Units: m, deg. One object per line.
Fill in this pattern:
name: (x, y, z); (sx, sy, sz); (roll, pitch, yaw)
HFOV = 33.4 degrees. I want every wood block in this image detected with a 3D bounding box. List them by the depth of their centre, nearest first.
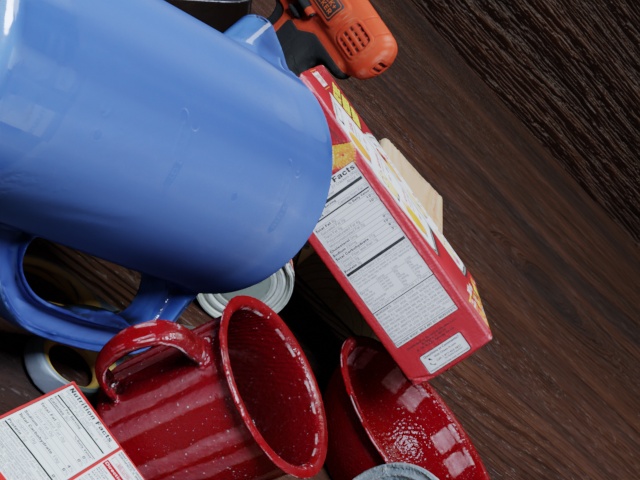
wood block: (0.049, -0.008, 0.960); (0.090, 0.091, 0.206); (46, 19, -11)

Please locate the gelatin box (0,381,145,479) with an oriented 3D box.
gelatin box: (-0.113, 0.106, 0.448); (0.073, 0.030, 0.089); (51, 18, 6)

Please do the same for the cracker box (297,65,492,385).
cracker box: (0.030, -0.017, 0.761); (0.213, 0.072, 0.164); (54, 10, -6)

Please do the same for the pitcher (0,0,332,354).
pitcher: (-0.104, -0.045, 0.476); (0.242, 0.145, 0.149); (21, 45, -63)

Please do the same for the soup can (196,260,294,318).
soup can: (-0.055, 0.001, 0.731); (0.068, 0.069, 0.102); (40, 21, -29)

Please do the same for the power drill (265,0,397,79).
power drill: (-0.051, -0.172, 0.888); (0.184, 0.188, 0.057); (58, 21, 17)

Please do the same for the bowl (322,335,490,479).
bowl: (0.049, 0.144, 0.717); (0.162, 0.055, 0.162); (44, 19, -20)

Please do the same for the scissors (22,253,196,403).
scissors: (-0.100, 0.063, 0.587); (0.201, 0.016, 0.096); (31, 28, -45)

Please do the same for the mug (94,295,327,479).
mug: (-0.061, 0.078, 0.514); (0.117, 0.082, 0.093); (46, 26, -42)
